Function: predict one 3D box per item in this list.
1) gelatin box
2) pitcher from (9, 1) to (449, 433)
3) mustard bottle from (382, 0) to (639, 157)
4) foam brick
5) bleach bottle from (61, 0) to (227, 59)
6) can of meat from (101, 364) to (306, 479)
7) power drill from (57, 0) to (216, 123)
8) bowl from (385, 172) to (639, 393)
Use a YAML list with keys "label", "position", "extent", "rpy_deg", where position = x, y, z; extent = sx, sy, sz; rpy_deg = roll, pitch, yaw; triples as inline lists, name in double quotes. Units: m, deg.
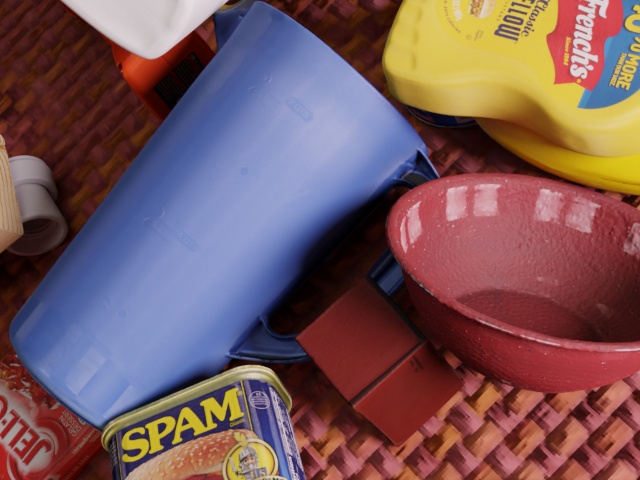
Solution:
- label: "gelatin box"
  position: [-0.177, 0.112, 0.662]
  extent: [0.073, 0.030, 0.089]
  rpy_deg: [-47, 57, -2]
- label: "pitcher"
  position: [-0.054, 0.001, 0.610]
  extent: [0.243, 0.144, 0.149]
  rpy_deg: [-50, 33, 0]
- label: "mustard bottle"
  position: [0.135, -0.093, 0.547]
  extent: [0.192, 0.058, 0.096]
  rpy_deg: [20, 69, 23]
- label: "foam brick"
  position: [0.033, 0.065, 0.563]
  extent: [0.053, 0.078, 0.051]
  rpy_deg: [-42, 56, -2]
- label: "bleach bottle"
  position: [-0.074, -0.206, 0.664]
  extent: [0.068, 0.102, 0.250]
  rpy_deg: [-44, 10, 38]
- label: "can of meat"
  position: [-0.057, 0.125, 0.549]
  extent: [0.102, 0.057, 0.084]
  rpy_deg: [-23, 46, 5]
- label: "power drill"
  position: [-0.150, -0.168, 0.704]
  extent: [0.057, 0.184, 0.188]
  rpy_deg: [-43, 66, 1]
- label: "bowl"
  position: [0.108, 0.026, 0.532]
  extent: [0.162, 0.055, 0.162]
  rpy_deg: [7, 30, -4]
